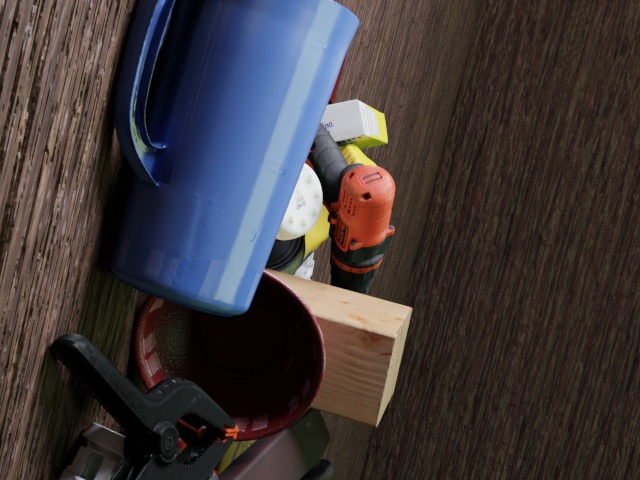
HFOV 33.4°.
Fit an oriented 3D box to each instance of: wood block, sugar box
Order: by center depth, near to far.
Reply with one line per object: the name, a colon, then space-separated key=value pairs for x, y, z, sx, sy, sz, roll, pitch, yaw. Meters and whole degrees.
wood block: x=-0.031 y=0.086 z=0.969 sx=0.090 sy=0.206 sz=0.091 roll=-42 pitch=145 yaw=-71
sugar box: x=0.018 y=-0.126 z=1.226 sx=0.176 sy=0.093 sz=0.048 roll=-22 pitch=101 yaw=-77

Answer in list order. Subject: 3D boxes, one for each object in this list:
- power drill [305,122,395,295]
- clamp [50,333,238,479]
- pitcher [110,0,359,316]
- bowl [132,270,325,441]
power drill: x=0.004 y=-0.048 z=1.051 sx=0.057 sy=0.188 sz=0.184 roll=-22 pitch=148 yaw=-24
clamp: x=-0.130 y=0.161 z=0.793 sx=0.209 sy=0.036 sz=0.164 roll=22 pitch=69 yaw=-60
pitcher: x=-0.077 y=-0.075 z=0.782 sx=0.145 sy=0.149 sz=0.243 roll=-158 pitch=-94 yaw=-86
bowl: x=-0.072 y=0.085 z=0.896 sx=0.055 sy=0.162 sz=0.162 roll=-65 pitch=167 yaw=-70
